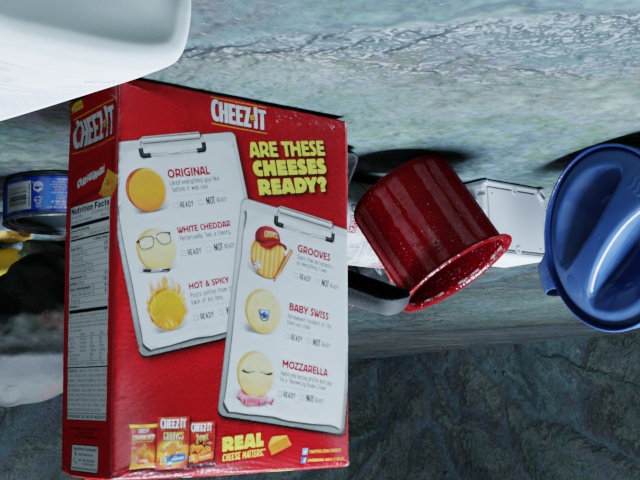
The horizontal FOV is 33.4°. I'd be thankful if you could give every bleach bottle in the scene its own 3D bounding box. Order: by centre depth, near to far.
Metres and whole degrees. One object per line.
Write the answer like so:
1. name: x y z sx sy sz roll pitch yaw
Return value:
1. bleach bottle: -0.162 -0.078 0.434 0.102 0.068 0.251 7 170 -42

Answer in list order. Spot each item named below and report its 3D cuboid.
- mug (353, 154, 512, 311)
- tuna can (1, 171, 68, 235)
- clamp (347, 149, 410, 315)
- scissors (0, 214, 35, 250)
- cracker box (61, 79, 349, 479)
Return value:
1. mug: 0.085 -0.009 0.780 0.117 0.081 0.093 -10 151 -49
2. tuna can: -0.198 -0.027 0.813 0.086 0.034 0.086 -2 171 -1
3. clamp: -0.008 0.006 0.784 0.039 0.120 0.172 -5 172 -41
4. scissors: -0.313 0.000 1.012 0.096 0.016 0.202 3 170 -17
5. cracker box: -0.064 0.028 0.625 0.163 0.214 0.072 6 169 -39
